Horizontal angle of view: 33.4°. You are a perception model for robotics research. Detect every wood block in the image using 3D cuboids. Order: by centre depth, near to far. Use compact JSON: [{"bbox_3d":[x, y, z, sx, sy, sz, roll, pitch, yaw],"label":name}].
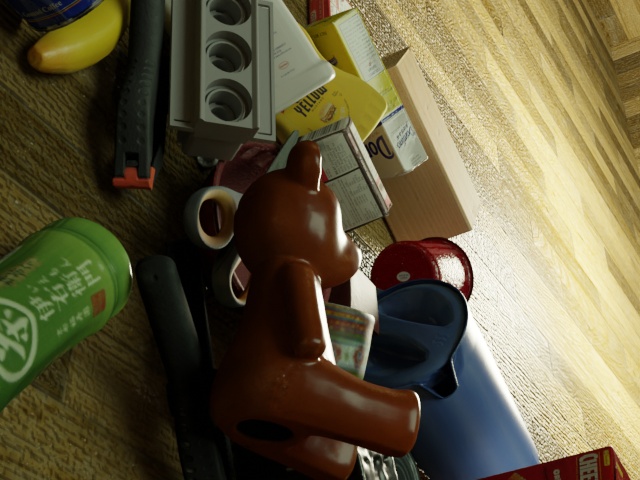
[{"bbox_3d":[0.098,-0.102,1.221,0.206,0.091,0.090,63,25,-15],"label":"wood block"}]

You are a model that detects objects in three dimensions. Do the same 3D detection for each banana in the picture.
[{"bbox_3d":[-0.171,-0.178,0.793,0.069,0.037,0.197,30,42,-30],"label":"banana"}]

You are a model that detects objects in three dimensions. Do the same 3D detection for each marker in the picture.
[{"bbox_3d":[-0.073,-0.081,0.938,0.121,0.020,0.020,-27,96,-65],"label":"marker"}]

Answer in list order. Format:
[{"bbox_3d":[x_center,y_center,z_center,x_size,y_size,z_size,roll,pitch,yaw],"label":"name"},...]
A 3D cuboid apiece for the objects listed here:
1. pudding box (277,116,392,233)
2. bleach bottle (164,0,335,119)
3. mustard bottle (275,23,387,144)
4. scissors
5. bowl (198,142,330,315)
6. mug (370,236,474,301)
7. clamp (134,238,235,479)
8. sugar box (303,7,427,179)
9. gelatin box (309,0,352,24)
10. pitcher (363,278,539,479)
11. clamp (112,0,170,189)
[{"bbox_3d":[-0.007,-0.044,0.935,0.090,0.114,0.039,63,20,-17],"label":"pudding box"},{"bbox_3d":[-0.094,-0.216,0.879,0.251,0.102,0.068,59,-5,-6],"label":"bleach bottle"},{"bbox_3d":[-0.039,-0.147,0.955,0.191,0.096,0.058,40,-4,-10],"label":"mustard bottle"},{"bbox_3d":[-0.057,-0.041,0.803,0.096,0.016,0.201,51,37,-39],"label":"scissors"},{"bbox_3d":[-0.056,0.001,0.859,0.161,0.055,0.162,34,47,-47],"label":"bowl"},{"bbox_3d":[0.111,0.051,1.130,0.081,0.093,0.117,3,54,-59],"label":"mug"},{"bbox_3d":[-0.085,0.096,0.729,0.164,0.036,0.210,-96,176,-79],"label":"clamp"},{"bbox_3d":[0.035,-0.148,1.117,0.048,0.094,0.176,-36,108,-33],"label":"sugar box"},{"bbox_3d":[0.019,-0.247,1.238,0.089,0.030,0.073,41,39,-47],"label":"gelatin box"},{"bbox_3d":[0.122,0.157,1.055,0.242,0.145,0.149,57,40,-35],"label":"pitcher"},{"bbox_3d":[-0.128,-0.108,0.802,0.120,0.039,0.171,71,22,-67],"label":"clamp"}]
